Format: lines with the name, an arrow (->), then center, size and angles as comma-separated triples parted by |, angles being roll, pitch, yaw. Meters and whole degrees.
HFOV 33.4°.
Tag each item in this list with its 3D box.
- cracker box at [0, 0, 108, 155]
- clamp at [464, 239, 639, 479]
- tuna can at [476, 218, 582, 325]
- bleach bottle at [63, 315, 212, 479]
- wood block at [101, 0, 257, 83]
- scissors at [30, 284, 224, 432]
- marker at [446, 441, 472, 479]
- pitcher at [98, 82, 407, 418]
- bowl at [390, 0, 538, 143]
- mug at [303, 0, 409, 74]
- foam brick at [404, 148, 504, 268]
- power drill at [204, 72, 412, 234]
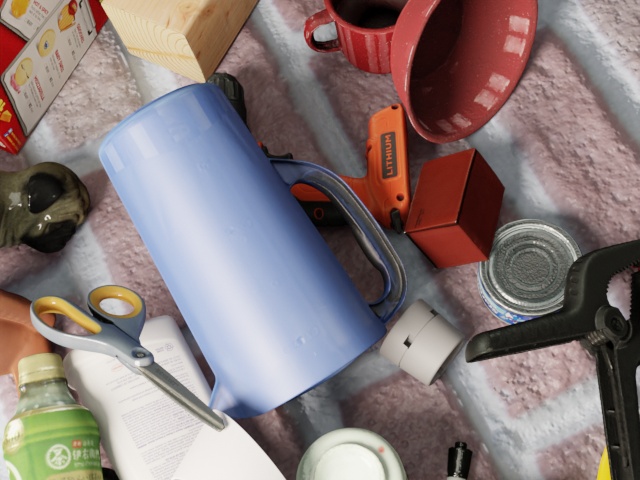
cracker box -> -0.269, -0.207, 0.951 | 0.072, 0.164, 0.213 | 24, 74, 14
clamp -> 0.203, 0.066, 0.804 | 0.164, 0.036, 0.209 | 37, 57, -9
tuna can -> 0.170, 0.026, 0.865 | 0.086, 0.033, 0.086 | -3, 68, 7
bleach bottle -> -0.107, 0.186, 0.822 | 0.102, 0.068, 0.251 | -21, 68, -17
wood block -> -0.101, -0.263, 0.989 | 0.091, 0.090, 0.206 | 24, 74, 16
scissors -> -0.128, 0.079, 0.800 | 0.202, 0.016, 0.096 | 22, 30, 24
marker -> 0.100, 0.213, 0.809 | 0.020, 0.020, 0.121 | 6, 69, 10
pitcher -> -0.055, 0.001, 0.817 | 0.145, 0.149, 0.243 | -32, 88, 33
bowl -> 0.110, -0.166, 0.893 | 0.055, 0.162, 0.162 | 34, 76, 37
mug -> 0.042, -0.196, 0.946 | 0.117, 0.081, 0.093 | -22, 67, -1
foam brick -> 0.110, -0.025, 0.867 | 0.053, 0.051, 0.078 | -12, 47, 40
power drill -> -0.017, -0.068, 0.918 | 0.188, 0.057, 0.184 | -6, 72, 9
